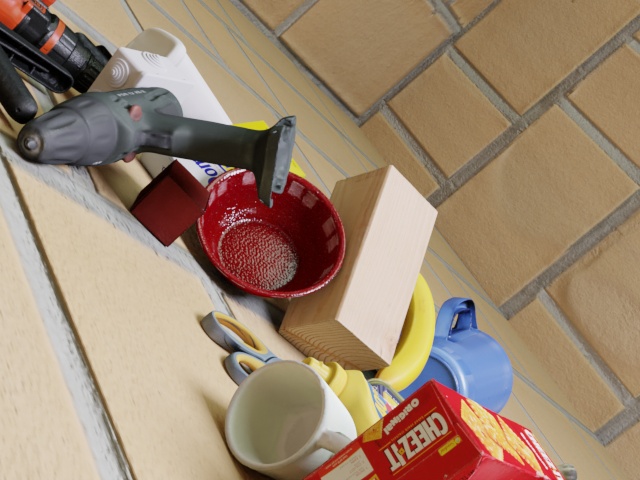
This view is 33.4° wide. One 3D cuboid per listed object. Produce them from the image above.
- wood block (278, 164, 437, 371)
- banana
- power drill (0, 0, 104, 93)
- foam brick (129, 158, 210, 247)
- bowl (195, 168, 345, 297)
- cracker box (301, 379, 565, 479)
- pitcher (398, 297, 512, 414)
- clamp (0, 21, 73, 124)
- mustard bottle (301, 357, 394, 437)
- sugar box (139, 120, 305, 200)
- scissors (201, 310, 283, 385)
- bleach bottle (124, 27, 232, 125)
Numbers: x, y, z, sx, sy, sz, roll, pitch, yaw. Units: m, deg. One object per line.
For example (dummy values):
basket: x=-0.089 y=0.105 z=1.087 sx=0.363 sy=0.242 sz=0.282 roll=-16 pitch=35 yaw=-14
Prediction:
wood block: x=0.044 y=0.031 z=1.156 sx=0.090 sy=0.090 sz=0.206 roll=43 pitch=51 yaw=-30
banana: x=0.095 y=0.102 z=1.176 sx=0.069 sy=0.037 sz=0.197 roll=29 pitch=43 yaw=-17
power drill: x=-0.301 y=-0.246 z=1.117 sx=0.184 sy=0.057 sz=0.188 roll=42 pitch=12 yaw=-34
foam brick: x=-0.143 y=-0.037 z=1.028 sx=0.051 sy=0.053 sz=0.078 roll=47 pitch=10 yaw=-13
bowl: x=-0.057 y=0.001 z=1.111 sx=0.162 sy=0.055 sz=0.162 roll=10 pitch=54 yaw=-15
cracker box: x=0.075 y=0.194 z=0.772 sx=0.213 sy=0.164 sz=0.072 roll=34 pitch=19 yaw=-55
pitcher: x=0.151 y=0.164 z=1.307 sx=0.149 sy=0.145 sz=0.242 roll=54 pitch=14 yaw=14
clamp: x=-0.307 y=-0.193 z=0.952 sx=0.210 sy=0.036 sz=0.164 roll=47 pitch=10 yaw=-7
mustard bottle: x=0.048 y=0.168 z=0.934 sx=0.191 sy=0.058 sz=0.096 roll=45 pitch=9 yaw=-22
sugar box: x=-0.105 y=-0.082 z=1.189 sx=0.093 sy=0.048 sz=0.175 roll=52 pitch=34 yaw=17
scissors: x=-0.029 y=0.130 z=0.966 sx=0.201 sy=0.016 sz=0.096 roll=38 pitch=17 yaw=-29
bleach bottle: x=-0.149 y=-0.152 z=1.350 sx=0.103 sy=0.068 sz=0.250 roll=39 pitch=-10 yaw=49
